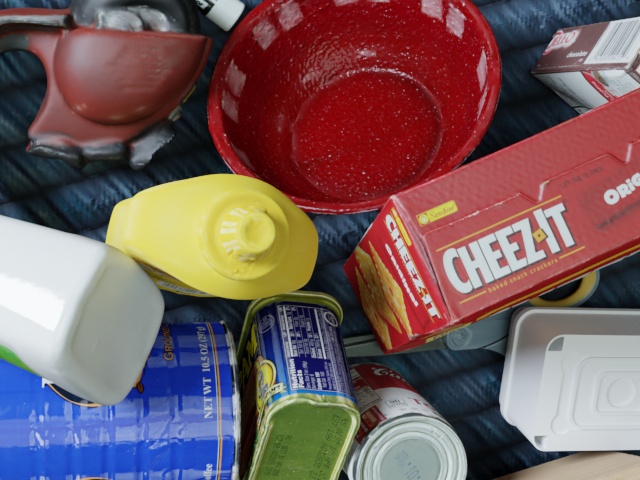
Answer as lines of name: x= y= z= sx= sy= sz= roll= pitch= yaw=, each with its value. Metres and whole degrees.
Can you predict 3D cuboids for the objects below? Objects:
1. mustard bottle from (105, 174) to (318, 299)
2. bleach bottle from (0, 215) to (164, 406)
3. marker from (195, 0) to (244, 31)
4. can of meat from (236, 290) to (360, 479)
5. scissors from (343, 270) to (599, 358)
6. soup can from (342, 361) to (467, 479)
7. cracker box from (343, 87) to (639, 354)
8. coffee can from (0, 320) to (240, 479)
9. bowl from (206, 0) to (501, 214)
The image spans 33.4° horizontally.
mustard bottle: x=-0.053 y=0.000 z=0.543 sx=0.096 sy=0.192 sz=0.058 roll=14 pitch=84 yaw=-15
bleach bottle: x=-0.210 y=0.006 z=0.536 sx=0.251 sy=0.102 sz=0.068 roll=17 pitch=72 yaw=17
marker: x=-0.096 y=-0.160 z=0.596 sx=0.121 sy=0.020 sz=0.020 roll=34 pitch=91 yaw=-16
can of meat: x=-0.017 y=0.094 z=0.607 sx=0.057 sy=0.084 sz=0.102 roll=6 pitch=128 yaw=-15
scissors: x=0.097 y=0.042 z=0.679 sx=0.201 sy=0.016 sz=0.096 roll=10 pitch=98 yaw=-15
soup can: x=0.039 y=0.119 z=0.635 sx=0.068 sy=0.102 sz=0.068 roll=-2 pitch=100 yaw=-13
cracker box: x=0.107 y=-0.005 z=0.568 sx=0.164 sy=0.214 sz=0.072 roll=-24 pitch=84 yaw=-8
coffee can: x=-0.121 y=0.097 z=0.594 sx=0.140 sy=0.103 sz=0.103 roll=0 pitch=100 yaw=-13
bowl: x=0.021 y=-0.074 z=0.596 sx=0.162 sy=0.055 sz=0.162 roll=-6 pitch=62 yaw=11
